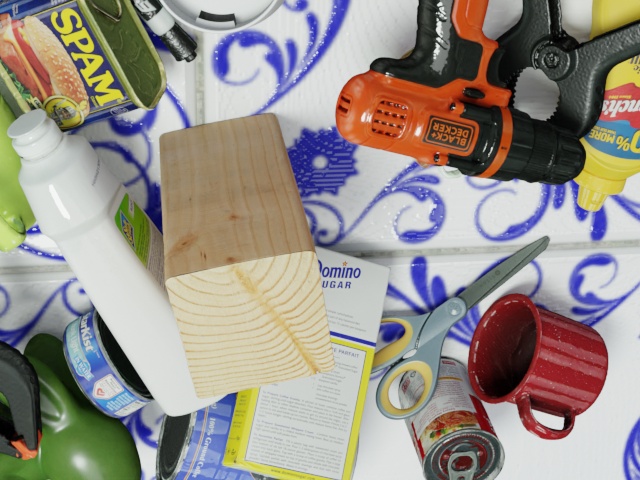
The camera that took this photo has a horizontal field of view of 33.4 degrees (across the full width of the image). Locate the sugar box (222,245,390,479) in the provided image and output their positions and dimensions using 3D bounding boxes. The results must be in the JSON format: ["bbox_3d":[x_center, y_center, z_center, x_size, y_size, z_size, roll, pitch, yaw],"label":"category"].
[{"bbox_3d":[-0.010,0.095,0.818,0.093,0.048,0.176,17,74,-18],"label":"sugar box"}]

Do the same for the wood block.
[{"bbox_3d":[-0.054,0.001,0.717,0.090,0.206,0.091,-11,120,-3],"label":"wood block"}]

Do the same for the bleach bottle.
[{"bbox_3d":[-0.141,0.010,0.754,0.068,0.102,0.250,-23,127,6],"label":"bleach bottle"}]

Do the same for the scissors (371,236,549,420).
[{"bbox_3d":[0.110,0.077,0.870,0.202,0.096,0.016,-22,164,5],"label":"scissors"}]

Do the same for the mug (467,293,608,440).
[{"bbox_3d":[0.182,0.108,0.875,0.081,0.117,0.093,19,138,-25],"label":"mug"}]

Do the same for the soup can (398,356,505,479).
[{"bbox_3d":[0.107,0.153,0.892,0.068,0.102,0.068,-4,120,-7],"label":"soup can"}]

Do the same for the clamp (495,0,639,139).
[{"bbox_3d":[0.177,-0.129,0.744,0.165,0.036,0.210,31,124,19],"label":"clamp"}]

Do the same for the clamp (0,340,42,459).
[{"bbox_3d":[-0.262,0.088,0.742,0.120,0.039,0.171,-22,107,12],"label":"clamp"}]

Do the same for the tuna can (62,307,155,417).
[{"bbox_3d":[-0.160,0.093,0.823,0.034,0.086,0.086,-30,120,10],"label":"tuna can"}]

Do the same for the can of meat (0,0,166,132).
[{"bbox_3d":[-0.164,-0.125,0.704,0.084,0.057,0.102,-14,122,20],"label":"can of meat"}]

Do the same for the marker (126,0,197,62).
[{"bbox_3d":[-0.124,-0.167,0.718,0.020,0.020,0.121,-35,119,11],"label":"marker"}]

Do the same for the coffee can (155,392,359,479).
[{"bbox_3d":[-0.052,0.165,0.872,0.140,0.103,0.103,16,116,-17],"label":"coffee can"}]

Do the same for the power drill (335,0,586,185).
[{"bbox_3d":[0.115,-0.132,0.686,0.184,0.057,0.188,10,103,-25],"label":"power drill"}]
